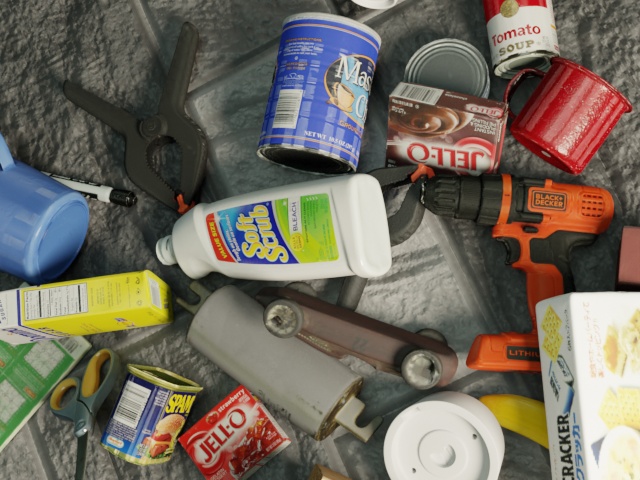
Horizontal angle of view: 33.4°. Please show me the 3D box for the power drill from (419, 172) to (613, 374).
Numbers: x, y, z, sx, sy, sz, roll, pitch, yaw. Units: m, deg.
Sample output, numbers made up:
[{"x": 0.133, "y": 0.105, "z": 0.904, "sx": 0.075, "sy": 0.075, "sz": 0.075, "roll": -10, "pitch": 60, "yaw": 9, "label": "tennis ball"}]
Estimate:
[{"x": 0.180, "y": 0.029, "z": 1.005, "sx": 0.184, "sy": 0.057, "sz": 0.187, "roll": 5, "pitch": 82, "yaw": 0, "label": "power drill"}]

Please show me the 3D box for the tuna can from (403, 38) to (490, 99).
[{"x": 0.129, "y": -0.159, "z": 1.087, "sx": 0.086, "sy": 0.033, "sz": 0.086, "roll": -3, "pitch": 77, "yaw": 13, "label": "tuna can"}]

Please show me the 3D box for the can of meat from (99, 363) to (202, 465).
[{"x": -0.168, "y": 0.172, "z": 1.056, "sx": 0.057, "sy": 0.102, "sz": 0.084, "roll": 21, "pitch": 86, "yaw": 15, "label": "can of meat"}]

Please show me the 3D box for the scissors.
[{"x": -0.247, "y": 0.188, "z": 1.059, "sx": 0.096, "sy": 0.016, "sz": 0.201, "roll": -25, "pitch": 33, "yaw": 26, "label": "scissors"}]

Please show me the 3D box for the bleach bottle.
[{"x": -0.057, "y": 0.001, "z": 1.063, "sx": 0.251, "sy": 0.068, "sz": 0.102, "roll": -10, "pitch": 85, "yaw": 30, "label": "bleach bottle"}]

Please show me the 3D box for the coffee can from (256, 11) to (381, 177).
[{"x": -0.001, "y": -0.146, "z": 1.080, "sx": 0.103, "sy": 0.102, "sz": 0.140, "roll": 9, "pitch": 81, "yaw": 15, "label": "coffee can"}]

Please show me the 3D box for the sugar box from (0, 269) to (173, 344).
[{"x": -0.247, "y": 0.070, "z": 1.091, "sx": 0.176, "sy": 0.093, "sz": 0.048, "roll": -11, "pitch": 74, "yaw": 5, "label": "sugar box"}]

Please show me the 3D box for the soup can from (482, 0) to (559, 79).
[{"x": 0.198, "y": -0.220, "z": 1.065, "sx": 0.068, "sy": 0.068, "sz": 0.102, "roll": -9, "pitch": 77, "yaw": 12, "label": "soup can"}]

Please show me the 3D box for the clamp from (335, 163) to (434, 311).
[{"x": 0.048, "y": -0.007, "z": 1.062, "sx": 0.172, "sy": 0.039, "sz": 0.120, "roll": -33, "pitch": 80, "yaw": 22, "label": "clamp"}]

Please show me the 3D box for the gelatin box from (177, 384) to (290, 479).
[{"x": -0.087, "y": 0.200, "z": 1.066, "sx": 0.089, "sy": 0.030, "sz": 0.073, "roll": -40, "pitch": 72, "yaw": 3, "label": "gelatin box"}]

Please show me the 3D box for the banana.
[{"x": 0.232, "y": 0.204, "z": 0.982, "sx": 0.069, "sy": 0.037, "sz": 0.198, "roll": -41, "pitch": 72, "yaw": 1, "label": "banana"}]

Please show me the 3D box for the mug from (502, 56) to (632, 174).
[{"x": 0.228, "y": -0.123, "z": 1.028, "sx": 0.117, "sy": 0.093, "sz": 0.081, "roll": 36, "pitch": 93, "yaw": 26, "label": "mug"}]

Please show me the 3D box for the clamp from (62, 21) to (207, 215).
[{"x": -0.188, "y": -0.119, "z": 1.156, "sx": 0.164, "sy": 0.036, "sz": 0.210, "roll": -18, "pitch": 75, "yaw": 9, "label": "clamp"}]

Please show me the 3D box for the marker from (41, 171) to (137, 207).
[{"x": -0.256, "y": -0.056, "z": 1.169, "sx": 0.121, "sy": 0.020, "sz": 0.020, "roll": 13, "pitch": 82, "yaw": 16, "label": "marker"}]

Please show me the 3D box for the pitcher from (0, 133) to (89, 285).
[{"x": -0.373, "y": -0.056, "z": 1.137, "sx": 0.243, "sy": 0.149, "sz": 0.145, "roll": 24, "pitch": 76, "yaw": 14, "label": "pitcher"}]

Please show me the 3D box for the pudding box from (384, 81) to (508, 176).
[{"x": 0.122, "y": -0.101, "z": 1.048, "sx": 0.114, "sy": 0.090, "sz": 0.039, "roll": 17, "pitch": 42, "yaw": 18, "label": "pudding box"}]
